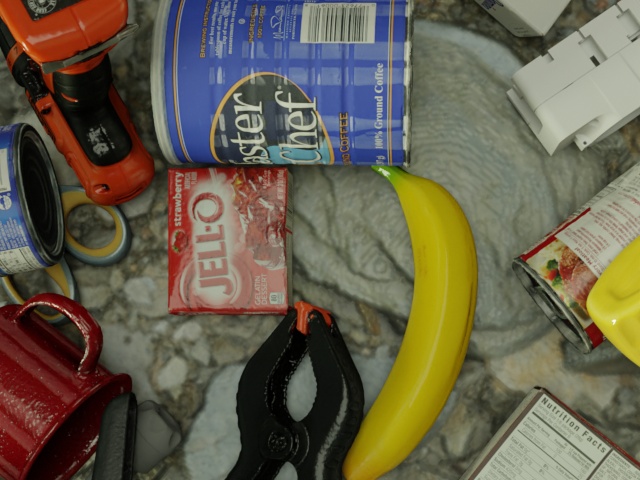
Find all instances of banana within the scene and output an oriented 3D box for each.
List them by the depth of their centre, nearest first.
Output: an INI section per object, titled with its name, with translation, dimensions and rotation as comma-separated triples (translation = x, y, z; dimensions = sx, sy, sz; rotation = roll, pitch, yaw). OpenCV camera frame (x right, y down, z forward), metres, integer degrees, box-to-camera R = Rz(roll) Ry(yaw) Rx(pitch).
[banana]
translation = 0.057, 0.048, 0.627
dimensions = 0.070, 0.037, 0.198
rotation = 2, 81, 30

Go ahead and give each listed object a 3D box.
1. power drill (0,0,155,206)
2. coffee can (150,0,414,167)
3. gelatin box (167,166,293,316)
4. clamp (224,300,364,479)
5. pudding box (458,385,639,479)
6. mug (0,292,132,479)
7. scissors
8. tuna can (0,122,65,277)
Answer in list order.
[power drill]
translation = -0.151, -0.124, 0.590
dimensions = 0.057, 0.188, 0.184
rotation = -30, 79, -13
[coffee can]
translation = -0.017, -0.094, 0.614
dimensions = 0.140, 0.103, 0.103
rotation = 1, 84, 5
[gelatin box]
translation = -0.054, 0.001, 0.643
dimensions = 0.073, 0.030, 0.089
rotation = -1, 83, 6
[clamp]
translation = -0.008, 0.124, 0.610
dimensions = 0.120, 0.039, 0.171
rotation = 15, 87, 21
[pudding box]
translation = 0.125, 0.153, 0.605
dimensions = 0.090, 0.039, 0.113
rotation = 39, 87, 9
[mug]
translation = -0.164, 0.081, 0.611
dimensions = 0.081, 0.093, 0.117
rotation = 36, 116, 13
[scissors]
translation = -0.190, -0.045, 0.669
dimensions = 0.096, 0.016, 0.202
rotation = -27, 82, 0
[tuna can]
translation = -0.175, -0.024, 0.613
dimensions = 0.034, 0.086, 0.086
rotation = -11, 82, 1
